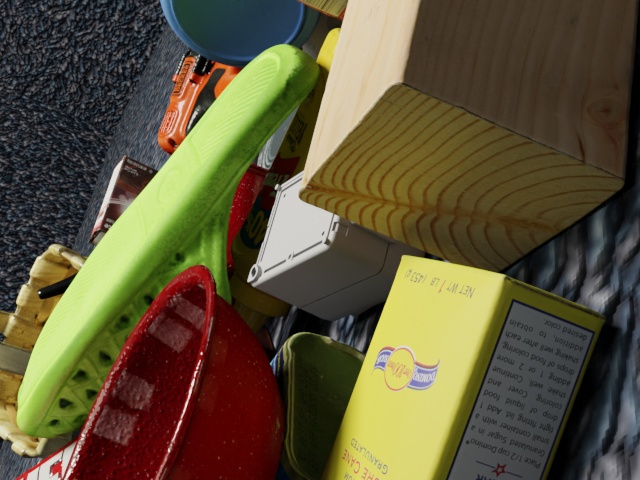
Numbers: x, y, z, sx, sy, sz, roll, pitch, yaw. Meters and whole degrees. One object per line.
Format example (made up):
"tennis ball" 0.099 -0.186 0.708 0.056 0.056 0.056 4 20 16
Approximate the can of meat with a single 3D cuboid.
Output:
"can of meat" -0.013 0.103 0.480 0.084 0.057 0.102 -56 20 30

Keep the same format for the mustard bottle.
"mustard bottle" -0.007 -0.028 0.641 0.192 0.058 0.096 -64 20 14

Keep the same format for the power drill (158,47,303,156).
"power drill" -0.060 -0.154 0.911 0.188 0.057 0.184 9 78 58

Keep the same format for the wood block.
"wood block" 0.067 -0.104 0.433 0.090 0.090 0.206 -45 27 56

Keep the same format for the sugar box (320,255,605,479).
"sugar box" 0.029 0.096 0.367 0.176 0.048 0.093 -67 15 -4

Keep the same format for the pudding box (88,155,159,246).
"pudding box" -0.158 -0.018 1.038 0.039 0.113 0.090 -44 28 50

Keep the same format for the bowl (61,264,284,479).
"bowl" -0.061 0.094 0.444 0.162 0.055 0.162 -53 21 30

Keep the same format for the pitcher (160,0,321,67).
"pitcher" -0.039 -0.240 0.768 0.145 0.149 0.242 -12 39 16
